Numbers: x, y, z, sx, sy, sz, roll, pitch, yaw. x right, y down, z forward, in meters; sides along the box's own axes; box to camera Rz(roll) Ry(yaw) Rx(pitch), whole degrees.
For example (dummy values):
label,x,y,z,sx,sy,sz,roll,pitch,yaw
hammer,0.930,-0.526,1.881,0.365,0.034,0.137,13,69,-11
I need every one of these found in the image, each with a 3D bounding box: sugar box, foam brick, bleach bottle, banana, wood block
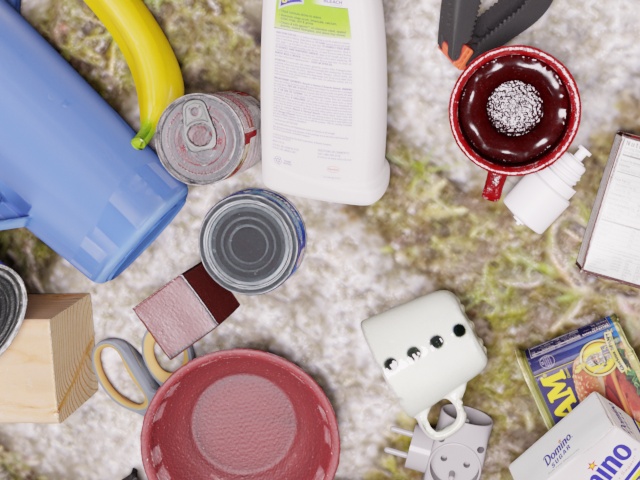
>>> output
label,x,y,z,sx,sy,sz,roll,pitch,yaw
sugar box,0.238,0.195,0.808,0.176,0.048,0.093,33,112,-25
foam brick,-0.107,0.054,0.867,0.053,0.078,0.051,-36,92,11
bleach bottle,0.008,-0.151,0.772,0.102,0.068,0.251,9,123,9
banana,-0.156,-0.165,0.844,0.037,0.069,0.198,-34,78,32
wood block,-0.304,0.098,0.902,0.206,0.090,0.090,-1,100,10

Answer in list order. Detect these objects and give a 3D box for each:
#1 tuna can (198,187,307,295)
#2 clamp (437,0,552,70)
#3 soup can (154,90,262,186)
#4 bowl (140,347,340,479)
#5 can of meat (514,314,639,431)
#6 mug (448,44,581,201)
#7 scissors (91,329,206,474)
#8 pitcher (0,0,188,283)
label,x,y,z,sx,sy,sz,roll,pitch,yaw
tuna can,-0.056,0.001,0.871,0.086,0.033,0.086,2,100,10
clamp,0.160,-0.215,0.774,0.164,0.036,0.210,8,124,-32
soup can,-0.080,-0.081,0.826,0.068,0.102,0.068,2,100,9
bowl,-0.065,0.161,0.881,0.162,0.055,0.162,0,100,0
can of meat,0.211,0.118,0.833,0.084,0.057,0.102,-24,95,10
mug,0.142,-0.086,0.797,0.093,0.081,0.117,12,101,8
scissors,-0.112,0.152,0.916,0.096,0.016,0.202,-42,93,12
pitcher,-0.231,-0.075,0.837,0.243,0.145,0.149,43,100,-2
